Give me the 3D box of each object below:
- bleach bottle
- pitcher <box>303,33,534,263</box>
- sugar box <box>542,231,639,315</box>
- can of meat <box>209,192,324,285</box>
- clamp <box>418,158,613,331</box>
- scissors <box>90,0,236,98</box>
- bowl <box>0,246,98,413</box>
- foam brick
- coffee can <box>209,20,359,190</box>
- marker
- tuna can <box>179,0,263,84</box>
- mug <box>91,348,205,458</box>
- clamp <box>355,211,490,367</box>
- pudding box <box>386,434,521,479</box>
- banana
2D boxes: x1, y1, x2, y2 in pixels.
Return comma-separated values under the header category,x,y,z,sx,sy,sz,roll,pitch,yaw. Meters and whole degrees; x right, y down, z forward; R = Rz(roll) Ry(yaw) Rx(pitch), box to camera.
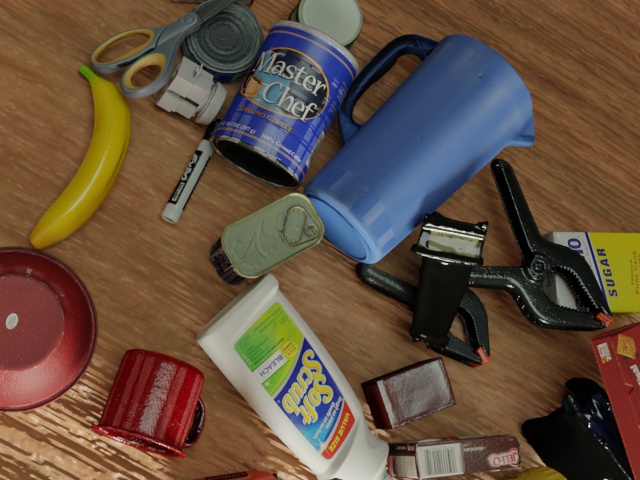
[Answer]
category,x,y,z,sx,sy,sz,roll,pitch,yaw
bleach bottle,-0.008,0.158,1.071,0.102,0.068,0.251,-43,96,-19
pitcher,0.091,-0.099,1.119,0.242,0.149,0.145,-44,124,-16
sugar box,0.334,0.038,1.203,0.176,0.048,0.093,0,80,-18
can of meat,-0.057,0.001,1.072,0.102,0.084,0.057,-29,89,-19
clamp,0.227,0.020,1.141,0.210,0.036,0.164,30,73,-5
scissors,-0.132,-0.203,1.074,0.201,0.016,0.096,-22,58,-4
bowl,-0.289,0.080,1.004,0.162,0.055,0.162,3,79,-16
foam brick,0.091,0.158,1.105,0.078,0.053,0.051,-18,86,-18
coffee can,-0.036,-0.137,1.088,0.102,0.103,0.140,29,78,-10
marker,-0.129,-0.073,1.098,0.020,0.020,0.121,29,73,-10
tuna can,-0.103,-0.210,1.123,0.086,0.034,0.086,3,79,-16
mug,-0.152,0.159,1.020,0.117,0.093,0.081,35,64,-41
clamp,0.131,0.055,1.144,0.120,0.039,0.171,-43,94,-15
pudding box,0.134,0.220,1.087,0.113,0.090,0.039,0,79,-16
banana,-0.230,-0.079,1.063,0.070,0.037,0.198,8,73,15
